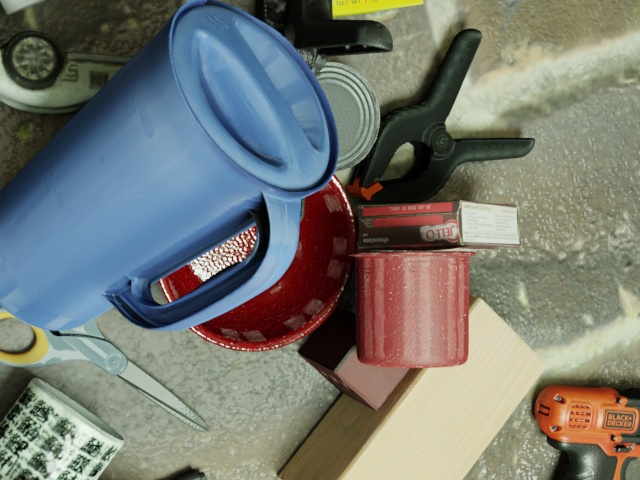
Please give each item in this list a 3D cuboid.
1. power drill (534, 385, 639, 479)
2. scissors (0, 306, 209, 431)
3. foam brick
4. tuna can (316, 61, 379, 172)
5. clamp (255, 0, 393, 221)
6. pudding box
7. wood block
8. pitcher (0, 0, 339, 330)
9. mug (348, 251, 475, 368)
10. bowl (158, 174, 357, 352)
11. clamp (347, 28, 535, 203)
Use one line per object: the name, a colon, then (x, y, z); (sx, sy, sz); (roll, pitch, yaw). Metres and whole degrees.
power drill: (0.271, 0.227, 0.980); (0.184, 0.057, 0.187); (8, 90, -20)
scissors: (-0.175, 0.096, 0.796); (0.096, 0.016, 0.201); (-38, 108, -14)
foam brick: (0.027, 0.092, 0.849); (0.053, 0.078, 0.051); (43, 79, -19)
tuna can: (0.001, -0.097, 0.841); (0.086, 0.034, 0.086); (-3, 97, -23)
clamp: (-0.017, -0.123, 0.762); (0.036, 0.210, 0.165); (10, 124, -25)
pudding box: (0.095, -0.010, 0.836); (0.113, 0.090, 0.039); (-2, 90, -56)
wood block: (0.074, 0.146, 0.868); (0.090, 0.090, 0.206); (43, 79, -21)
pitcher: (-0.113, -0.026, 0.678); (0.145, 0.243, 0.149); (46, 36, -17)
mug: (0.071, 0.049, 0.786); (0.117, 0.093, 0.081); (3, 87, -66)
bowl: (-0.055, 0.001, 0.815); (0.161, 0.055, 0.162); (-3, 97, -23)
clamp: (0.101, -0.079, 0.884); (0.171, 0.039, 0.120); (-44, 105, -10)
